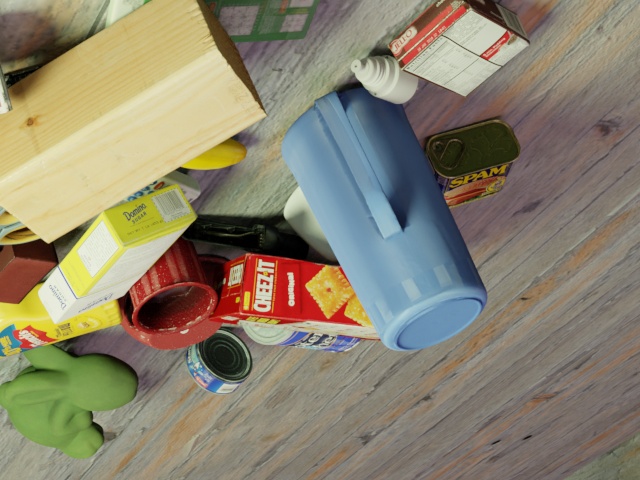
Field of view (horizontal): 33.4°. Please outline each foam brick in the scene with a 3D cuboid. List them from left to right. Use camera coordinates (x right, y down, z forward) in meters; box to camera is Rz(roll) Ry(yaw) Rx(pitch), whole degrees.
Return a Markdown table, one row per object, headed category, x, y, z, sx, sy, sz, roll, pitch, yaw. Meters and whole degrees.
| category | x | y | z | sx | sy | sz | roll | pitch | yaw |
| --- | --- | --- | --- | --- | --- | --- | --- | --- | --- |
| foam brick | -0.302 | 0.019 | 1.042 | 0.051 | 0.053 | 0.078 | 10 | 138 | -47 |

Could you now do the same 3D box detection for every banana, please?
| category | x | y | z | sx | sy | sz | roll | pitch | yaw |
| --- | --- | --- | --- | --- | --- | --- | --- | --- | --- |
| banana | -0.131 | -0.101 | 0.965 | 0.070 | 0.037 | 0.197 | -26 | 153 | 9 |

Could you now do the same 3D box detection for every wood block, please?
| category | x | y | z | sx | sy | sz | roll | pitch | yaw |
| --- | --- | --- | --- | --- | --- | --- | --- | --- | --- |
| wood block | -0.160 | -0.099 | 0.835 | 0.206 | 0.091 | 0.090 | -29 | 145 | 8 |

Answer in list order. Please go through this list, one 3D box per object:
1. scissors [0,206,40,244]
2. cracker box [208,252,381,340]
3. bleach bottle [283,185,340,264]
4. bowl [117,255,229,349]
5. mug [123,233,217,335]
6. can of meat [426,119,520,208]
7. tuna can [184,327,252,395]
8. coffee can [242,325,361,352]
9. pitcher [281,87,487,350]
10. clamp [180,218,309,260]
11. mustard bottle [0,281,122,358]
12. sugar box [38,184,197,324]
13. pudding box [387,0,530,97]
| category | x | y | z | sx | sy | sz | roll | pitch | yaw |
| --- | --- | --- | --- | --- | --- | --- | --- | --- | --- |
| scissors | -0.316 | -0.006 | 0.939 | 0.201 | 0.016 | 0.096 | -16 | 157 | -23 |
| cracker box | 0.000 | 0.063 | 1.156 | 0.213 | 0.072 | 0.164 | 8 | 171 | -16 |
| bleach bottle | 0.057 | -0.002 | 1.246 | 0.068 | 0.103 | 0.250 | -49 | 154 | 9 |
| bowl | -0.166 | 0.084 | 1.263 | 0.162 | 0.055 | 0.162 | -17 | 153 | -9 |
| mug | -0.174 | 0.050 | 1.154 | 0.093 | 0.081 | 0.117 | 15 | 131 | -44 |
| can of meat | 0.166 | -0.083 | 1.206 | 0.102 | 0.057 | 0.084 | -16 | 156 | -11 |
| tuna can | -0.132 | 0.156 | 1.391 | 0.085 | 0.086 | 0.034 | 3 | 143 | -40 |
| coffee can | -0.018 | 0.083 | 1.321 | 0.103 | 0.103 | 0.140 | -38 | 150 | 28 |
| pitcher | 0.061 | -0.024 | 1.025 | 0.148 | 0.243 | 0.145 | -2 | 145 | -37 |
| clamp | -0.058 | 0.001 | 1.165 | 0.120 | 0.039 | 0.171 | 13 | -178 | 38 |
| mustard bottle | -0.314 | 0.085 | 1.149 | 0.191 | 0.058 | 0.096 | -17 | 158 | -10 |
| sugar box | -0.200 | 0.015 | 1.033 | 0.093 | 0.048 | 0.177 | -24 | 171 | -44 |
| pudding box | 0.132 | -0.187 | 1.007 | 0.090 | 0.039 | 0.113 | -38 | 148 | 30 |
